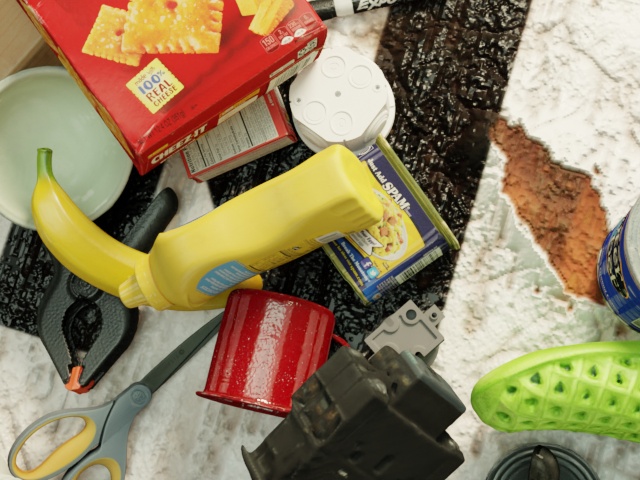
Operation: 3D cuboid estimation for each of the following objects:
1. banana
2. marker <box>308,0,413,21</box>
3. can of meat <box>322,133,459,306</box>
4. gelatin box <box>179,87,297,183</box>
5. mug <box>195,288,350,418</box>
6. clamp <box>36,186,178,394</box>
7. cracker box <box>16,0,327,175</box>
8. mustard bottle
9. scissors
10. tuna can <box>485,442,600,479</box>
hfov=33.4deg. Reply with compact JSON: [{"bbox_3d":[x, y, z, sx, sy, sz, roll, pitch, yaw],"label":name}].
[{"bbox_3d":[-0.137,0.011,0.787,0.197,0.037,0.069,32,91,-20],"label":"banana"},{"bbox_3d":[0.043,-0.192,0.845,0.121,0.020,0.020,-12,80,5],"label":"marker"},{"bbox_3d":[0.041,-0.013,0.798,0.084,0.057,0.102,-35,78,3],"label":"can of meat"},{"bbox_3d":[-0.073,-0.095,0.836,0.089,0.030,0.073,-23,79,11],"label":"gelatin box"},{"bbox_3d":[-0.026,0.087,0.780,0.117,0.093,0.081,17,77,-19],"label":"mug"},{"bbox_3d":[-0.167,0.031,0.828,0.120,0.039,0.171,-7,77,11],"label":"clamp"},{"bbox_3d":[-0.122,-0.181,0.757,0.164,0.072,0.214,-35,87,-12],"label":"cracker box"},{"bbox_3d":[-0.055,0.000,0.740,0.192,0.096,0.058,-26,80,12],"label":"mustard bottle"},{"bbox_3d":[-0.137,0.138,0.814,0.201,0.016,0.096,-27,102,-13],"label":"scissors"},{"bbox_3d":[0.158,0.187,0.761,0.086,0.033,0.086,-1,81,7],"label":"tuna can"}]
